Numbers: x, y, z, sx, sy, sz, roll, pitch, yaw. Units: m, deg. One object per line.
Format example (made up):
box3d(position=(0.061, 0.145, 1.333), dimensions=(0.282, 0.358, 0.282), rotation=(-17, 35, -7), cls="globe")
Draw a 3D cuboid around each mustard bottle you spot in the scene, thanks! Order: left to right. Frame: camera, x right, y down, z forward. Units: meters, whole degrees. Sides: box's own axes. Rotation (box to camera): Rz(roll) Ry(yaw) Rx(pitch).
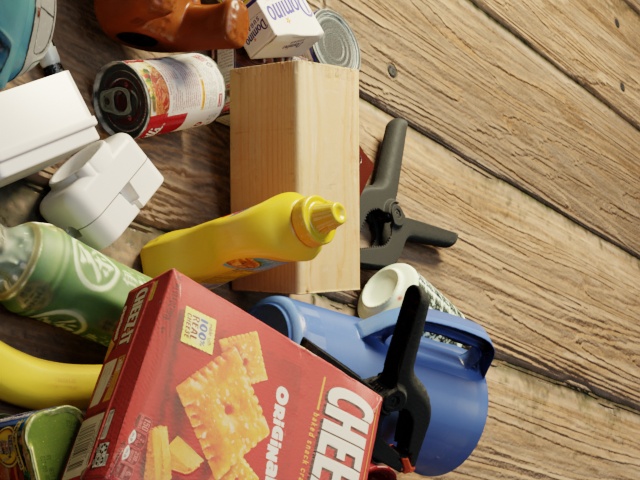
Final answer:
box3d(position=(-0.056, 0.001, 0.891), dimensions=(0.096, 0.192, 0.058), rotation=(1, 76, -49), cls="mustard bottle")

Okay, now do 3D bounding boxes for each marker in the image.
box3d(position=(-0.234, -0.175, 0.880), dimensions=(0.020, 0.020, 0.121), rotation=(-28, 99, -50), cls="marker")

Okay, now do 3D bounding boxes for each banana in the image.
box3d(position=(-0.220, 0.086, 0.780), dimensions=(0.197, 0.037, 0.069), rotation=(24, 86, -37), cls="banana")

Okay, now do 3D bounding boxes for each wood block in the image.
box3d(position=(-0.024, -0.057, 0.994), dimensions=(0.090, 0.091, 0.206), rotation=(-2, 92, -49), cls="wood block")

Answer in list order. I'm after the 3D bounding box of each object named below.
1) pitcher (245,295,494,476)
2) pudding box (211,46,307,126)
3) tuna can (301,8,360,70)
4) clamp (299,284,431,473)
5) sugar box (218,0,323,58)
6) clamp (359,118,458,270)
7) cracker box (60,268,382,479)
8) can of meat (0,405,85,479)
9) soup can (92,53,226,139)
box3d(position=(0.040, 0.126, 0.994), dimensions=(0.242, 0.145, 0.149), rotation=(23, 76, -37), cls="pitcher")
box3d(position=(-0.059, -0.150, 1.062), dimensions=(0.113, 0.039, 0.090), rotation=(13, 68, -46), cls="pudding box")
box3d(position=(0.005, -0.207, 1.161), dimensions=(0.086, 0.034, 0.086), rotation=(20, 62, -44), cls="tuna can")
box3d(position=(0.044, 0.129, 0.907), dimensions=(0.120, 0.039, 0.171), rotation=(-13, 112, -16), cls="clamp")
box3d(position=(-0.072, -0.263, 1.044), dimensions=(0.176, 0.048, 0.093), rotation=(58, 32, 8), cls="sugar box")
box3d(position=(0.079, -0.020, 1.179), dimensions=(0.164, 0.036, 0.209), rotation=(58, 44, -17), cls="clamp")
box3d(position=(-0.062, 0.145, 0.774), dimensions=(0.213, 0.072, 0.164), rotation=(34, 52, -27), cls="cracker box")
box3d(position=(-0.201, 0.169, 0.748), dimensions=(0.057, 0.084, 0.102), rotation=(-10, 85, -50), cls="can of meat")
box3d(position=(-0.140, -0.128, 0.937), dimensions=(0.102, 0.069, 0.068), rotation=(-21, 93, -51), cls="soup can")
